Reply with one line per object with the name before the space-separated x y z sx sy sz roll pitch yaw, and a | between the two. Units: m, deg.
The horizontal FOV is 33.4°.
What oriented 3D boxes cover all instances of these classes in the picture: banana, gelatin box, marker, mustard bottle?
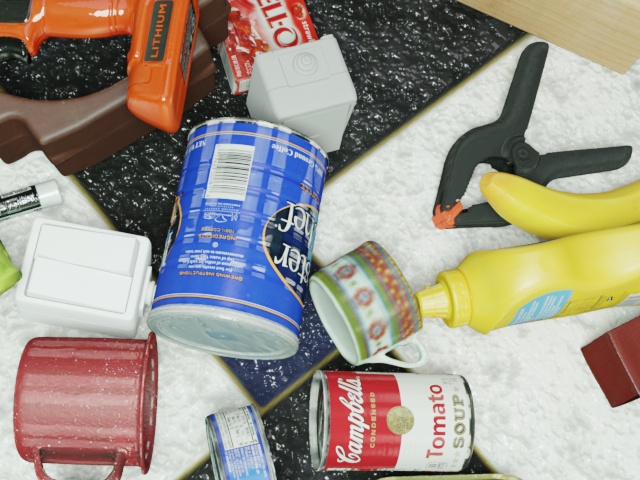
banana | 0.203 -0.031 0.803 0.197 0.037 0.069 -11 101 -23
gelatin box | -0.045 -0.165 0.829 0.073 0.030 0.089 -15 75 -13
marker | -0.244 -0.018 0.756 0.121 0.020 0.020 -18 75 -14
mustard bottle | 0.159 0.029 0.760 0.191 0.096 0.058 -10 74 -12

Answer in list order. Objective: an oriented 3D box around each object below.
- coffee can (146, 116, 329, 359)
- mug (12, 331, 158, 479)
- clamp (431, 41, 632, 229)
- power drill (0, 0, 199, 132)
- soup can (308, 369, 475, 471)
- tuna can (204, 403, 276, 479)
coffee can | -0.055 0.001 0.734 0.102 0.103 0.140 11 70 -5
mug | -0.150 0.113 0.685 0.081 0.093 0.117 2 49 -3
clamp | 0.148 -0.074 0.822 0.171 0.039 0.120 -30 82 -18
power drill | -0.179 -0.120 0.683 0.187 0.057 0.184 8 76 1
soup can | 0.047 0.123 0.727 0.102 0.068 0.068 3 71 -9
tuna can | -0.050 0.151 0.693 0.033 0.086 0.086 -11 74 -11
